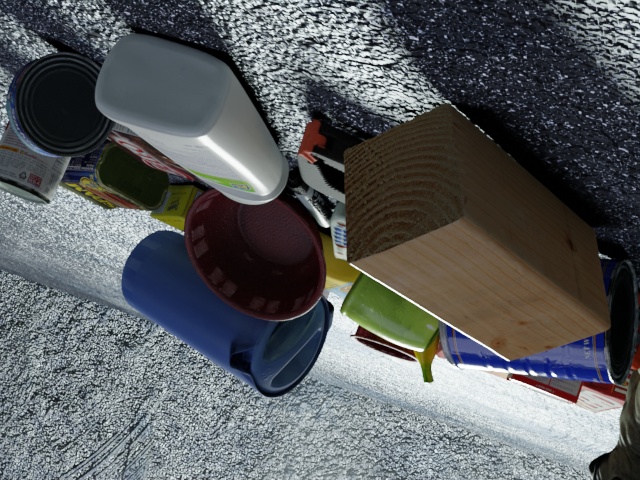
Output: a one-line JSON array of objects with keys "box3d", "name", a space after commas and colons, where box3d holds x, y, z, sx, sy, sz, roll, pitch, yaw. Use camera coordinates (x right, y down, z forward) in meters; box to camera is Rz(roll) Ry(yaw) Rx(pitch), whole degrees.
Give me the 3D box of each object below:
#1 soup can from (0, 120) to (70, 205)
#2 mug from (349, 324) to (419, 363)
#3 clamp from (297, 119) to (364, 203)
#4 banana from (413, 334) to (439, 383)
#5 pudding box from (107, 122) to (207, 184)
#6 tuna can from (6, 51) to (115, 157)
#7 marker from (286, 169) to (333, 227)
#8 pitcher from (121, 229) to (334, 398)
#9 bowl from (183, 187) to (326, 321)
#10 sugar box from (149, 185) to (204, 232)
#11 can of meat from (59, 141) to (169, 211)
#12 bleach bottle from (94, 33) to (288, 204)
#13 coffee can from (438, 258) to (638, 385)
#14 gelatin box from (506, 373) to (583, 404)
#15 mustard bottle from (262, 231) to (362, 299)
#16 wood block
[{"box3d": [-0.274, -0.093, 1.031, 0.068, 0.102, 0.068, 20, 169, 4], "name": "soup can"}, {"box3d": [0.087, 0.093, 1.306, 0.093, 0.081, 0.117, 13, 166, 35], "name": "mug"}, {"box3d": [0.056, -0.038, 0.863, 0.165, 0.036, 0.209, 6, 162, 31], "name": "clamp"}, {"box3d": [0.123, 0.083, 1.212, 0.037, 0.070, 0.198, -18, 142, -9], "name": "banana"}, {"box3d": [-0.145, -0.091, 0.969, 0.090, 0.039, 0.113, 16, 168, 26], "name": "pudding box"}, {"box3d": [-0.214, -0.111, 0.882, 0.086, 0.086, 0.034, 27, 169, -29], "name": "tuna can"}, {"box3d": [-0.009, -0.040, 1.018, 0.020, 0.020, 0.121, 17, 168, 20], "name": "marker"}, {"box3d": [-0.112, 0.074, 1.266, 0.243, 0.145, 0.149, 25, 165, 32], "name": "pitcher"}, {"box3d": [-0.057, 0.001, 1.090, 0.162, 0.055, 0.162, 15, 127, 20], "name": "bowl"}, {"box3d": [-0.102, -0.010, 1.255, 0.176, 0.048, 0.093, 29, 167, -28], "name": "sugar box"}, {"box3d": [-0.228, -0.071, 1.170, 0.084, 0.057, 0.102, 6, 162, 43], "name": "can of meat"}, {"box3d": [-0.088, -0.080, 0.865, 0.103, 0.068, 0.250, 18, 171, 14], "name": "bleach bottle"}, {"box3d": [0.182, 0.062, 0.887, 0.140, 0.103, 0.102, 3, 161, 29], "name": "coffee can"}, {"box3d": [0.246, 0.119, 1.126, 0.073, 0.089, 0.030, 21, 170, 0], "name": "gelatin box"}, {"box3d": [0.019, 0.032, 1.205, 0.191, 0.058, 0.096, 27, 161, -26], "name": "mustard bottle"}, {"box3d": [0.113, 0.002, 0.750, 0.090, 0.091, 0.205, -23, 143, 32], "name": "wood block"}]
